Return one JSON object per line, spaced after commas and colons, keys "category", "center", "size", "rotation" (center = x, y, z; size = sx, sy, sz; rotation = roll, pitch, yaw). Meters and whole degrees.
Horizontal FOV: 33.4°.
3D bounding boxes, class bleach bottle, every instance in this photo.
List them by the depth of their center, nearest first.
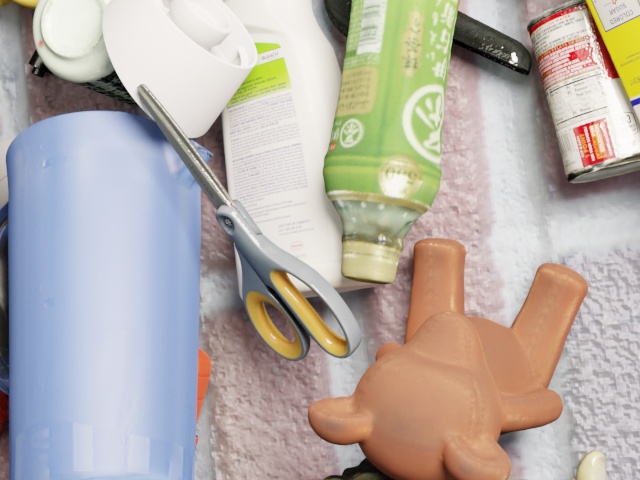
{"category": "bleach bottle", "center": [-0.019, -0.088, 0.716], "size": [0.103, 0.068, 0.251], "rotation": [-10, 83, 33]}

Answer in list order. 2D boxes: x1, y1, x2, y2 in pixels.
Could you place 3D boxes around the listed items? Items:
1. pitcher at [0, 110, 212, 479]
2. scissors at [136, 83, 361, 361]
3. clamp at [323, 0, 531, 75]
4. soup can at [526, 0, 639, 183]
{"category": "pitcher", "center": [-0.146, 0.053, 0.684], "size": [0.144, 0.149, 0.243], "rotation": [4, 63, -17]}
{"category": "scissors", "center": [-0.054, 0.001, 0.659], "size": [0.202, 0.016, 0.096], "rotation": [46, 144, 6]}
{"category": "clamp", "center": [0.061, -0.150, 0.708], "size": [0.120, 0.039, 0.171], "rotation": [-22, 81, 11]}
{"category": "soup can", "center": [0.172, -0.092, 0.653], "size": [0.069, 0.068, 0.102], "rotation": [-15, 84, 17]}
